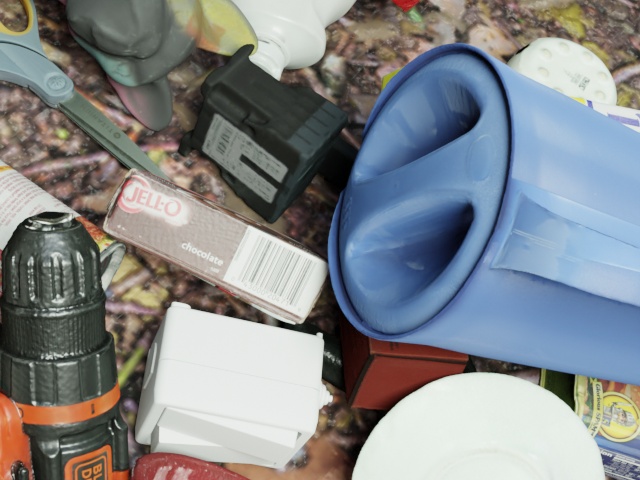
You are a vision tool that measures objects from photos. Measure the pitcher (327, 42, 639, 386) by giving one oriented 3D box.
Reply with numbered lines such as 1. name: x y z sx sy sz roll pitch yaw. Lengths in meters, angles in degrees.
1. pitcher: 0.139 0.009 0.509 0.242 0.145 0.149 16 51 -28

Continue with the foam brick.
1. foam brick: 0.041 0.043 0.559 0.053 0.051 0.078 5 51 -11

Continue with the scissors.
1. scissors: -0.174 -0.086 0.616 0.096 0.016 0.202 -27 73 -29

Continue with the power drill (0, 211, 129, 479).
1. power drill: -0.158 0.090 0.412 0.057 0.184 0.187 16 22 43

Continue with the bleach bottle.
1. bleach bottle: 0.002 -0.197 0.719 0.102 0.068 0.250 23 58 -6

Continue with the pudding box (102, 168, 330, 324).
1. pudding box: -0.054 0.001 0.563 0.113 0.090 0.039 28 91 -5

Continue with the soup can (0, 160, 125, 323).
1. soup can: -0.159 0.001 0.538 0.102 0.069 0.068 35 55 2
